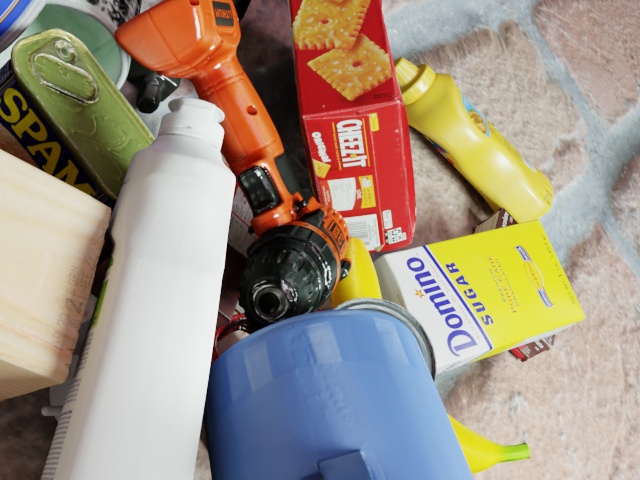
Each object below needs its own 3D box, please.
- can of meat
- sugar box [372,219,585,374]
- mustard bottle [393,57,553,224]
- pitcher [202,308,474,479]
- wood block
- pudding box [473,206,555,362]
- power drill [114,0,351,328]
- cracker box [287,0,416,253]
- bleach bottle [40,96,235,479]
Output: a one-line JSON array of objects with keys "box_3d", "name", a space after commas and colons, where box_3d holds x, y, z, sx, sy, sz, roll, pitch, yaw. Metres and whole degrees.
[{"box_3d": [-0.143, -0.046, 0.566, 0.102, 0.084, 0.057, 53, 34, -6], "name": "can of meat"}, {"box_3d": [0.120, 0.044, 0.826, 0.175, 0.048, 0.093, -12, 72, -40], "name": "sugar box"}, {"box_3d": [0.132, -0.096, 0.982, 0.191, 0.058, 0.096, 43, 17, -19], "name": "mustard bottle"}, {"box_3d": [0.022, 0.149, 0.444, 0.144, 0.149, 0.243, 14, 47, -40], "name": "pitcher"}, {"box_3d": [-0.203, -0.010, 0.438, 0.205, 0.091, 0.090, 30, 57, -35], "name": "wood block"}, {"box_3d": [0.169, 0.038, 0.939, 0.090, 0.039, 0.113, 45, 35, -16], "name": "pudding box"}, {"box_3d": [-0.045, -0.046, 0.606, 0.187, 0.057, 0.184, 64, 9, -7], "name": "power drill"}, {"box_3d": [0.020, -0.121, 0.778, 0.164, 0.072, 0.213, 78, 6, -55], "name": "cracker box"}, {"box_3d": [-0.079, 0.053, 0.473, 0.068, 0.103, 0.251, 16, 73, -17], "name": "bleach bottle"}]
